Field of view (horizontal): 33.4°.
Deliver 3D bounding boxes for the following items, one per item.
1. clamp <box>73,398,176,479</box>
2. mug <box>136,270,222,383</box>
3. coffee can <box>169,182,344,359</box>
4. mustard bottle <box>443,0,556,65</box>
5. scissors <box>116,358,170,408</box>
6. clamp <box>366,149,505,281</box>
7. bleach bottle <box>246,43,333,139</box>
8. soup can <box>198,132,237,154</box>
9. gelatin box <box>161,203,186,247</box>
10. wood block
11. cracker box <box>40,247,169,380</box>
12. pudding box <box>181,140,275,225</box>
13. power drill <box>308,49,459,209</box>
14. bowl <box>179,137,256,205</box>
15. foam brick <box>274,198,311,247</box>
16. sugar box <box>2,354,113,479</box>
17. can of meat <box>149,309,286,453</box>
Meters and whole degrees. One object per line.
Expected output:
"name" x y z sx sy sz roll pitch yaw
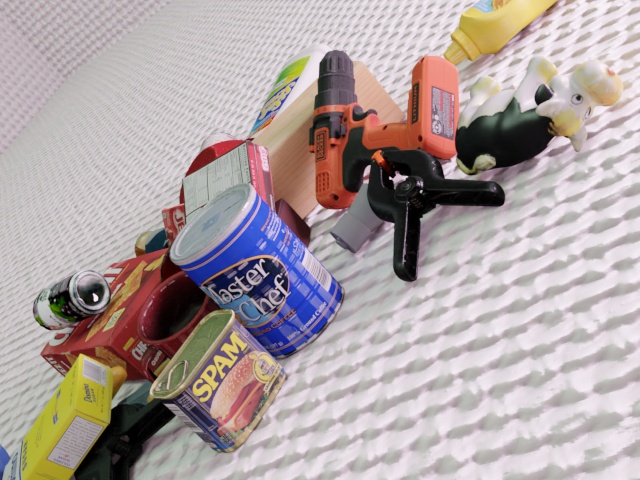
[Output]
"clamp" -0.193 0.198 1.063 0.164 0.036 0.210 -58 23 -16
"mug" -0.132 0.098 1.077 0.093 0.081 0.117 19 66 50
"coffee can" -0.060 0.030 1.019 0.103 0.140 0.103 -35 22 17
"mustard bottle" 0.218 -0.269 1.219 0.191 0.058 0.096 -40 23 5
"scissors" -0.203 0.184 1.146 0.202 0.016 0.096 -39 22 8
"clamp" 0.085 -0.032 1.000 0.120 0.039 0.172 -41 33 -7
"bleach bottle" -0.049 -0.166 1.482 0.103 0.068 0.250 -22 32 41
"soup can" -0.148 -0.104 1.525 0.069 0.068 0.102 -34 22 20
"gelatin box" -0.162 -0.003 1.332 0.030 0.089 0.073 -13 2 -37
"wood block" -0.011 -0.112 1.273 0.206 0.090 0.090 -45 22 -7
"cracker box" -0.233 0.091 1.296 0.214 0.072 0.164 -13 36 53
"pudding box" -0.102 -0.047 1.181 0.114 0.039 0.090 -25 61 34
"power drill" 0.063 -0.135 1.140 0.188 0.057 0.184 -14 73 49
"bowl" -0.136 -0.070 1.383 0.162 0.055 0.162 -38 40 40
"foam brick" -0.058 0.001 1.193 0.078 0.051 0.053 -33 24 23
"sugar box" -0.276 0.212 1.103 0.176 0.048 0.093 -51 24 20
"can of meat" -0.089 0.128 0.963 0.058 0.084 0.102 -10 38 54
